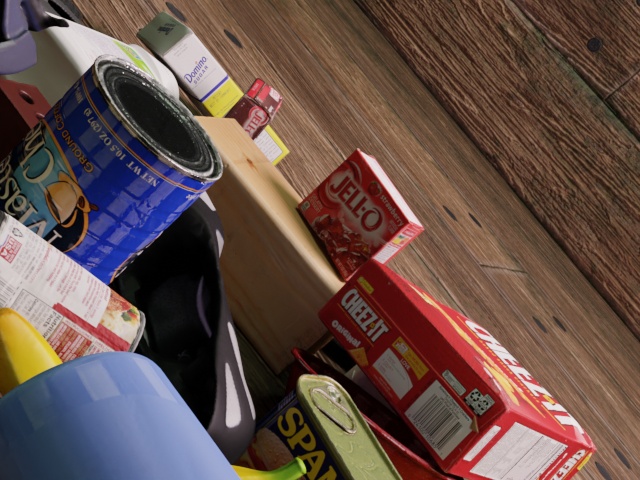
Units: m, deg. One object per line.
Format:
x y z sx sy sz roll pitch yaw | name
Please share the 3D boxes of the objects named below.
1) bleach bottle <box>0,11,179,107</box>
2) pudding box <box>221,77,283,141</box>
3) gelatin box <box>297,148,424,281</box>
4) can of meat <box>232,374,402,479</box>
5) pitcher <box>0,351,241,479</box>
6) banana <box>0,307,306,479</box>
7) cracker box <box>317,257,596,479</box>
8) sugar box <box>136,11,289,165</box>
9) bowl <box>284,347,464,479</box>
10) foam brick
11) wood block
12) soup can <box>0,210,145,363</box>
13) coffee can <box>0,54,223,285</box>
-0.185 -0.139 0.952 0.102 0.068 0.250 53 15 9 | bleach bottle
-0.086 -0.095 1.006 0.039 0.114 0.090 42 17 -8 | pudding box
0.032 -0.020 0.878 0.030 0.073 0.089 22 31 -54 | gelatin box
-0.007 0.152 0.688 0.057 0.084 0.102 13 38 -56 | can of meat
-0.060 0.175 0.465 0.144 0.149 0.243 -2 47 -49 | pitcher
-0.105 0.107 0.582 0.197 0.069 0.037 31 -2 -22 | banana
0.113 0.113 0.842 0.164 0.072 0.213 49 11 34 | cracker box
-0.111 -0.153 1.108 0.176 0.048 0.093 53 -6 -36 | sugar box
0.027 0.149 0.790 0.162 0.055 0.162 37 1 -1 | bowl
-0.209 -0.067 0.745 0.078 0.051 0.053 51 17 13 | foam brick
-0.055 0.001 0.907 0.206 0.090 0.090 51 18 9 | wood block
-0.159 0.039 0.599 0.102 0.069 0.068 40 18 -23 | soup can
-0.145 -0.030 0.662 0.102 0.140 0.103 43 17 -17 | coffee can
